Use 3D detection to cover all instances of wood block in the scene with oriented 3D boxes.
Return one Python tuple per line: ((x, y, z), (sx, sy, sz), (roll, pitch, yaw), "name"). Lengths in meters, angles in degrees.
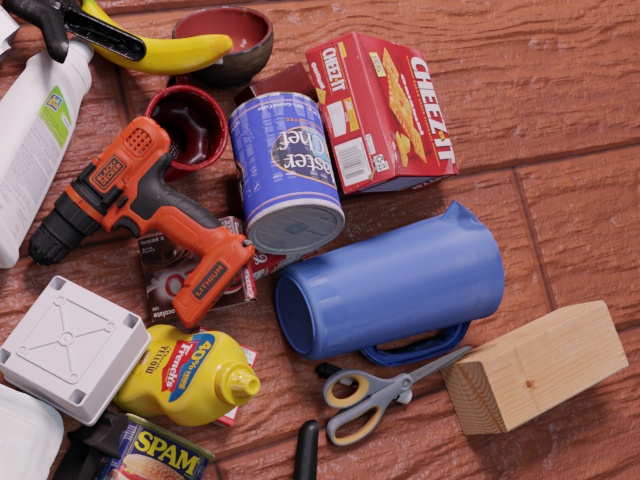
((0.261, 0.153, 1.297), (0.205, 0.090, 0.091), (-20, 90, -29), "wood block")

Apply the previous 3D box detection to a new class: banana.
((-0.187, -0.212, 1.135), (0.198, 0.070, 0.037), (23, 23, 17), "banana")

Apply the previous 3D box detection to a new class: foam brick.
((-0.050, -0.162, 1.230), (0.078, 0.051, 0.053), (-29, 94, -29), "foam brick")

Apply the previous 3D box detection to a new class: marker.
((0.050, 0.163, 1.227), (0.121, 0.020, 0.020), (20, 70, -22), "marker")

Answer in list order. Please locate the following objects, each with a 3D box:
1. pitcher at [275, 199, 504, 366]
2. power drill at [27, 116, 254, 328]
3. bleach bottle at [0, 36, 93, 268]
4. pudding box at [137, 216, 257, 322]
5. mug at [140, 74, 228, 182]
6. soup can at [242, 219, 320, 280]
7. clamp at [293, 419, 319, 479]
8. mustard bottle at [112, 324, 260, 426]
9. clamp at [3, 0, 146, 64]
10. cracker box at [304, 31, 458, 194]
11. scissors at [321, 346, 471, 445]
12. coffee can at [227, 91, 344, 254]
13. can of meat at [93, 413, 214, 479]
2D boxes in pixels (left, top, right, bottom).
((0.077, 0.063, 1.211), (0.242, 0.145, 0.149), (-15, 74, -25), "pitcher")
((-0.174, -0.002, 1.060), (0.187, 0.057, 0.184), (42, 92, 1), "power drill")
((-0.293, -0.101, 1.077), (0.068, 0.102, 0.250), (11, 58, 19), "bleach bottle")
((-0.128, 0.031, 1.118), (0.039, 0.114, 0.090), (11, 67, -70), "pudding box")
((-0.157, -0.122, 1.148), (0.093, 0.082, 0.117), (2, 78, -27), "mug")
((-0.058, 0.001, 1.180), (0.102, 0.069, 0.068), (-23, 90, -30), "soup can")
((-0.003, 0.324, 1.153), (0.164, 0.036, 0.209), (39, 67, -15), "clamp")
((-0.125, 0.133, 1.042), (0.058, 0.192, 0.096), (48, 60, -31), "mustard bottle")
((-0.261, -0.229, 1.101), (0.120, 0.039, 0.172), (1, 37, -50), "clamp")
((0.076, -0.142, 1.219), (0.213, 0.072, 0.164), (-8, 81, -63), "cracker box")
((0.080, 0.152, 1.213), (0.201, 0.016, 0.096), (-39, 117, -14), "scissors")
((-0.038, -0.070, 1.125), (0.102, 0.103, 0.140), (4, 58, -27), "coffee can")
((-0.171, 0.234, 1.077), (0.102, 0.058, 0.084), (31, 69, -18), "can of meat")
